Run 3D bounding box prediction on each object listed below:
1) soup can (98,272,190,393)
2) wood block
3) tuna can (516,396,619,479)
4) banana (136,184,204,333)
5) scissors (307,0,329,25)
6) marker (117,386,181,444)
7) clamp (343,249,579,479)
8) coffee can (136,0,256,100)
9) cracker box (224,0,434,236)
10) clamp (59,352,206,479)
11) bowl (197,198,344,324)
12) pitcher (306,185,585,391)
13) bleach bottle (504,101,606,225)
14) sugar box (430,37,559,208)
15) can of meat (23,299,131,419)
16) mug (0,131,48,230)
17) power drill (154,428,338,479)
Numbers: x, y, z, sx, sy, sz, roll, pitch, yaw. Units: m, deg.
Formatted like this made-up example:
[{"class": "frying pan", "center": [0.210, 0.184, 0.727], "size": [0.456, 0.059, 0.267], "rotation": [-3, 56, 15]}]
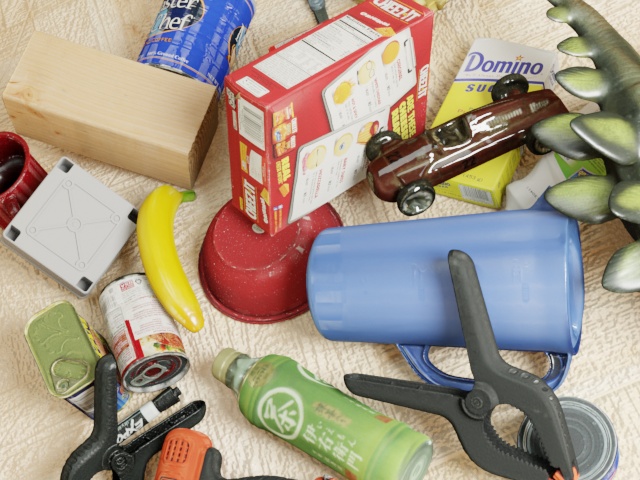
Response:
[{"class": "soup can", "center": [-0.177, 0.091, 1.064], "size": [0.068, 0.068, 0.102], "rotation": [-26, 58, 2]}, {"class": "wood block", "center": [-0.222, -0.139, 1.153], "size": [0.206, 0.090, 0.090], "rotation": [17, 68, 3]}, {"class": "tuna can", "center": [0.212, 0.178, 0.916], "size": [0.086, 0.033, 0.086], "rotation": [-7, 60, 13]}, {"class": "banana", "center": [-0.153, 0.006, 1.082], "size": [0.069, 0.037, 0.198], "rotation": [12, 44, -21]}, {"class": "scissors", "center": [-0.023, -0.280, 1.250], "size": [0.096, 0.016, 0.201], "rotation": [-7, 61, 15]}, {"class": "marker", "center": [-0.187, 0.182, 1.046], "size": [0.121, 0.020, 0.020], "rotation": [-36, 58, -4]}, {"class": "clamp", "center": [0.126, 0.135, 0.898], "size": [0.165, 0.036, 0.210], "rotation": [-45, 78, 25]}, {"class": "coffee can", "center": [-0.143, -0.223, 1.205], "size": [0.103, 0.102, 0.140], "rotation": [9, 66, 21]}, {"class": "cracker box", "center": [0.009, -0.126, 1.033], "size": [0.213, 0.164, 0.072], "rotation": [-34, 55, -28]}, {"class": "clamp", "center": [-0.197, 0.192, 0.997], "size": [0.171, 0.120, 0.039], "rotation": [-55, 20, -14]}, {"class": "bowl", "center": [-0.057, 0.001, 1.084], "size": [0.162, 0.055, 0.162], "rotation": [-7, 60, 13]}, {"class": "pitcher", "center": [0.116, 0.048, 0.970], "size": [0.243, 0.145, 0.149], "rotation": [-2, 41, 20]}, {"class": "bleach bottle", "center": [0.265, -0.085, 1.029], "size": [0.251, 0.068, 0.103], "rotation": [-37, 57, -2]}, {"class": "sugar box", "center": [0.170, -0.123, 1.088], "size": [0.093, 0.048, 0.176], "rotation": [17, 70, 24]}, {"class": "can of meat", "center": [-0.238, 0.122, 1.056], "size": [0.057, 0.084, 0.102], "rotation": [-33, 58, -3]}, {"class": "mug", "center": [-0.341, -0.053, 1.185], "size": [0.093, 0.081, 0.117], "rotation": [-34, 58, -3]}, {"class": "power drill", "center": [-0.076, 0.266, 0.943], "size": [0.188, 0.057, 0.184], "rotation": [5, 70, 18]}]
